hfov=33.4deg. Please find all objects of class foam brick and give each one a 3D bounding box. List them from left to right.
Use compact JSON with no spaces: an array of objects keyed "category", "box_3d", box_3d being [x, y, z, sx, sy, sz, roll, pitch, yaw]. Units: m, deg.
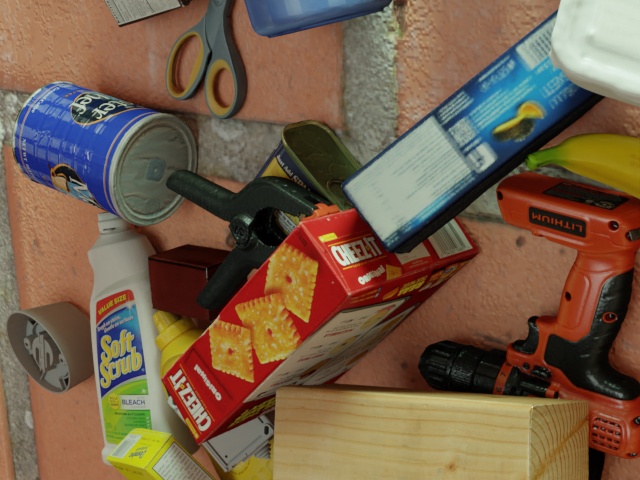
[{"category":"foam brick","box_3d":[-0.112,0.038,0.982,0.078,0.052,0.051,9,109,38]}]

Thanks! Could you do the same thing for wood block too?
[{"category":"wood block","box_3d":[0.074,0.151,0.754,0.207,0.090,0.090,-2,84,37]}]

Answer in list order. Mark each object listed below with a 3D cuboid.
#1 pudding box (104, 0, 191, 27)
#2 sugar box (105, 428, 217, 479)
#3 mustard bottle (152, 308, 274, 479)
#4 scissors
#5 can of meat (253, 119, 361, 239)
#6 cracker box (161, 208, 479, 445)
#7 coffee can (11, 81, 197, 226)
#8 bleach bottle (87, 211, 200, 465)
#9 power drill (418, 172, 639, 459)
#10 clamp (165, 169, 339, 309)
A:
[{"category":"pudding box","box_3d":[-0.156,-0.237,0.913,0.114,0.039,0.090,2,128,51]},{"category":"sugar box","box_3d":[-0.111,0.248,0.989,0.176,0.048,0.094,51,153,-18]},{"category":"mustard bottle","box_3d":[-0.096,0.143,0.991,0.192,0.058,0.096,54,128,10]},{"category":"scissors","box_3d":[-0.074,-0.187,0.906,0.096,0.016,0.202,48,128,15]},{"category":"can of meat","box_3d":[-0.008,-0.032,0.873,0.102,0.057,0.084,52,131,15]},{"category":"cracker box","box_3d":[-0.004,0.057,0.825,0.214,0.163,0.072,-46,70,38]},{"category":"coffee can","box_3d":[-0.199,-0.082,0.982,0.140,0.102,0.103,21,116,33]},{"category":"bleach bottle","box_3d":[-0.188,0.095,1.055,0.103,0.067,0.251,-5,98,34]},{"category":"power drill","box_3d":[0.157,0.050,0.765,0.185,0.057,0.188,15,115,31]},{"category":"clamp","box_3d":[-0.056,0.001,0.863,0.172,0.039,0.120,3,111,42]}]
